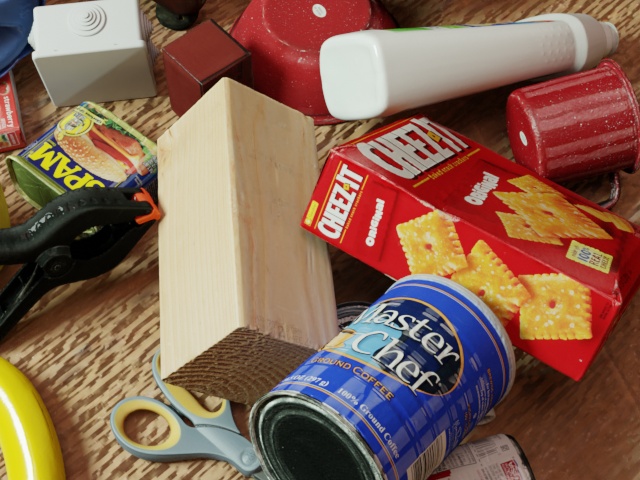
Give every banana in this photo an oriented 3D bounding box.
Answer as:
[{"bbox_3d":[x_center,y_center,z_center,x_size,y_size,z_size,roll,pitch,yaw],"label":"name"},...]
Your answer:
[{"bbox_3d":[-0.212,0.143,0.730,0.069,0.037,0.198,-37,62,1],"label":"banana"}]

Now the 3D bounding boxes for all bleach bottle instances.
[{"bbox_3d":[0.132,-0.149,0.869,0.250,0.103,0.068,-13,101,-25],"label":"bleach bottle"}]

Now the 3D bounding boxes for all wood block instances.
[{"bbox_3d":[-0.055,0.001,0.760,0.090,0.091,0.206,21,47,-35],"label":"wood block"}]

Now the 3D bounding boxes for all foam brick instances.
[{"bbox_3d":[-0.090,-0.129,0.869,0.053,0.078,0.051,-37,65,-23],"label":"foam brick"}]

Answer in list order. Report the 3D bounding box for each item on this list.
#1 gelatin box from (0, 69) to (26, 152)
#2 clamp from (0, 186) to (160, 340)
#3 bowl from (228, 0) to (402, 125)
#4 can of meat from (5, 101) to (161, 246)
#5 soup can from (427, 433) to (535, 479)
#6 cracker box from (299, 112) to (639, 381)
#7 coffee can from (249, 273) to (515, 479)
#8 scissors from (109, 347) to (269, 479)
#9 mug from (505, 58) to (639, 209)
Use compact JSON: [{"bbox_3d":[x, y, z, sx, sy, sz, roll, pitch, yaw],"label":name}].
[{"bbox_3d":[-0.289,-0.111,0.886,0.073,0.030,0.089,-14,60,-8],"label":"gelatin box"},{"bbox_3d":[-0.198,0.005,0.747,0.171,0.120,0.039,-34,60,-7],"label":"clamp"},{"bbox_3d":[-0.004,-0.178,0.911,0.162,0.055,0.162,0,59,0],"label":"bowl"},{"bbox_3d":[-0.178,-0.052,0.835,0.102,0.057,0.083,35,62,19],"label":"can of meat"},{"bbox_3d":[0.083,0.170,0.690,0.102,0.068,0.068,-14,60,-9],"label":"soup can"},{"bbox_3d":[0.119,-0.007,0.751,0.214,0.072,0.164,30,26,17],"label":"cracker box"},{"bbox_3d":[0.040,0.098,0.653,0.103,0.103,0.140,36,47,20],"label":"coffee can"},{"bbox_3d":[-0.069,0.156,0.729,0.096,0.016,0.202,-30,62,-19],"label":"scissors"},{"bbox_3d":[0.199,-0.076,0.837,0.081,0.093,0.117,-15,96,-3],"label":"mug"}]
